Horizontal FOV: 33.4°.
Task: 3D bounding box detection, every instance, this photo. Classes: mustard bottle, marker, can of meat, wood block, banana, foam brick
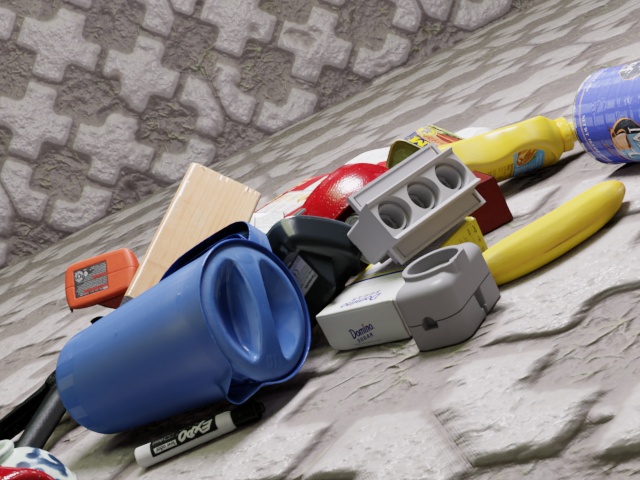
[{"bbox_3d":[0.219,-0.102,1.253,0.191,0.058,0.096,-18,-20,0],"label":"mustard bottle"},{"bbox_3d":[-0.103,0.166,0.918,0.121,0.020,0.020,-24,12,10],"label":"marker"},{"bbox_3d":[0.149,-0.103,1.373,0.102,0.057,0.083,27,34,22],"label":"can of meat"},{"bbox_3d":[-0.147,0.025,1.181,0.090,0.090,0.206,122,172,-48],"label":"wood block"},{"bbox_3d":[0.205,-0.007,0.965,0.197,0.037,0.070,-28,13,-10],"label":"banana"},{"bbox_3d":[0.166,-0.040,1.155,0.051,0.053,0.078,-27,12,-3],"label":"foam brick"}]

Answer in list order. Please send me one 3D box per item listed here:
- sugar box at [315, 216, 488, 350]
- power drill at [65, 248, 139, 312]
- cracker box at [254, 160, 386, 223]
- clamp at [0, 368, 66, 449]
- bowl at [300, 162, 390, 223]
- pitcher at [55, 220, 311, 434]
[{"bbox_3d":[0.081,0.040,1.013,0.094,0.048,0.176,-16,19,40],"label":"sugar box"},{"bbox_3d":[-0.208,0.061,1.320,0.185,0.057,0.187,-19,-22,22],"label":"power drill"},{"bbox_3d":[-0.002,-0.033,1.447,0.164,0.072,0.214,-34,15,-31],"label":"cracker box"},{"bbox_3d":[-0.291,0.165,1.184,0.209,0.036,0.165,-51,22,-26],"label":"clamp"},{"bbox_3d":[0.026,-0.040,1.265,0.162,0.055,0.162,-41,-15,-14],"label":"bowl"},{"bbox_3d":[-0.135,0.091,0.998,0.243,0.145,0.149,-26,2,37],"label":"pitcher"}]
